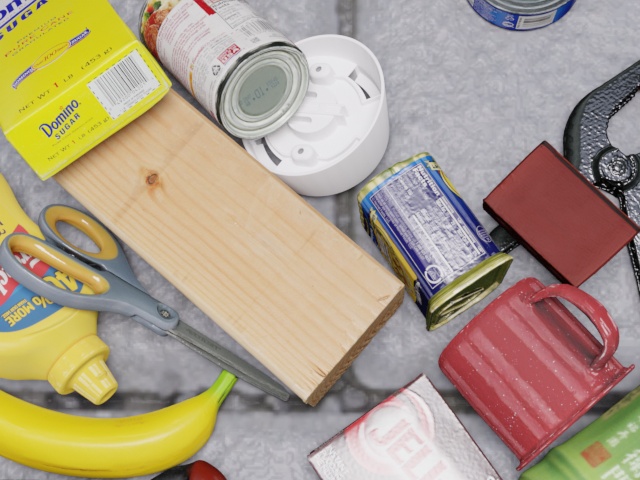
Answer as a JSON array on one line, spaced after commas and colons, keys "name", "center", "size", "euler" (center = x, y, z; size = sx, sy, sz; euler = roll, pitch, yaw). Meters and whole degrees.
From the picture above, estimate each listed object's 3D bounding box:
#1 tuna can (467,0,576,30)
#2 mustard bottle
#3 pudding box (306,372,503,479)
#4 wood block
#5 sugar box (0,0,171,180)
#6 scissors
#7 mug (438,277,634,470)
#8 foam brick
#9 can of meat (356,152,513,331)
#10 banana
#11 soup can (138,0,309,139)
[{"name": "tuna can", "center": [0.137, -0.186, 0.720], "size": [0.086, 0.034, 0.086], "euler": [-1, 78, 3]}, {"name": "mustard bottle", "center": [-0.198, 0.030, 0.672], "size": [0.192, 0.058, 0.096], "euler": [44, 49, 12]}, {"name": "pudding box", "center": [0.059, 0.152, 0.653], "size": [0.090, 0.039, 0.113], "euler": [-35, 79, -4]}, {"name": "wood block", "center": [-0.054, 0.001, 0.665], "size": [0.206, 0.090, 0.091], "euler": [41, 84, 10]}, {"name": "sugar box", "center": [-0.164, -0.116, 0.658], "size": [0.093, 0.048, 0.176], "euler": [-36, 42, -4]}, {"name": "scissors", "center": [-0.108, 0.035, 0.683], "size": [0.201, 0.096, 0.016], "euler": [26, 120, -23]}, {"name": "mug", "center": [0.129, 0.070, 0.631], "size": [0.093, 0.117, 0.081], "euler": [-29, 70, -38]}, {"name": "foam brick", "center": [0.143, -0.013, 0.643], "size": [0.051, 0.053, 0.078], "euler": [-46, 79, 2]}, {"name": "can of meat", "center": [0.067, 0.001, 0.652], "size": [0.057, 0.102, 0.084], "euler": [-33, 76, -4]}, {"name": "banana", "center": [-0.152, 0.117, 0.677], "size": [0.198, 0.037, 0.069], "euler": [1, 49, 1]}, {"name": "soup can", "center": [-0.061, -0.118, 0.670], "size": [0.068, 0.068, 0.102], "euler": [-40, 54, -5]}]
